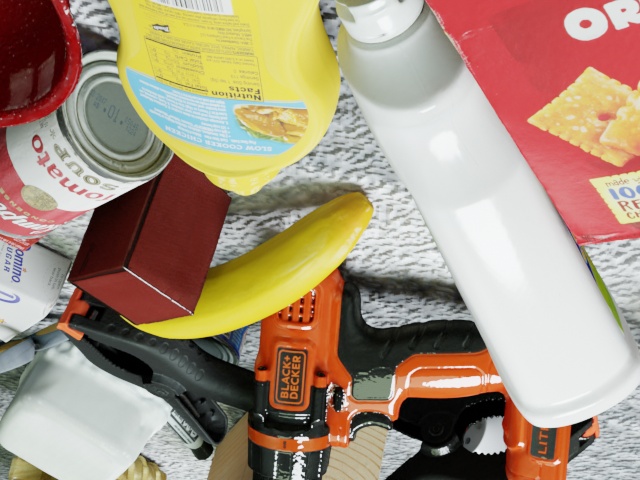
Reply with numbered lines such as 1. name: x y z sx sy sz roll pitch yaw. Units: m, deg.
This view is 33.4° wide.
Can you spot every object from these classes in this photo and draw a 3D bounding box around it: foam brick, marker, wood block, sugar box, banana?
1. foam brick: -0.092 -0.002 0.581 0.053 0.078 0.051 -13 141 42
2. marker: -0.118 0.160 0.920 0.020 0.020 0.121 3 148 19
3. wood block: -0.029 0.189 0.858 0.090 0.090 0.206 21 150 -10
4. sugar box: -0.263 0.006 0.700 0.176 0.048 0.094 30 146 -23
5. banana: -0.057 0.019 0.605 0.198 0.069 0.037 -9 165 34

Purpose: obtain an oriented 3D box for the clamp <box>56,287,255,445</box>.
1. clamp: -0.098 0.089 0.703 0.171 0.039 0.120 32 141 -16

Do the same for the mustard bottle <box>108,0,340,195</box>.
1. mustard bottle: -0.040 -0.078 0.448 0.096 0.058 0.191 11 149 9

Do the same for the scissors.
1. scissors: -0.223 0.077 0.818 0.096 0.016 0.202 -23 -175 -15

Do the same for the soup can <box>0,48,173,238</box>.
1. soup can: -0.127 -0.046 0.531 0.068 0.068 0.102 35 143 -31

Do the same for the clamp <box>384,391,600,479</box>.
1. clamp: 0.074 0.141 0.690 0.210 0.164 0.036 -6 139 15

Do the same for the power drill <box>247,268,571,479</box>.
1. power drill: 0.050 0.106 0.628 0.187 0.184 0.057 5 -169 5

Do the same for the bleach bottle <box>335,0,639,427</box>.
1. bleach bottle: 0.070 -0.018 0.459 0.068 0.102 0.250 -27 137 9
